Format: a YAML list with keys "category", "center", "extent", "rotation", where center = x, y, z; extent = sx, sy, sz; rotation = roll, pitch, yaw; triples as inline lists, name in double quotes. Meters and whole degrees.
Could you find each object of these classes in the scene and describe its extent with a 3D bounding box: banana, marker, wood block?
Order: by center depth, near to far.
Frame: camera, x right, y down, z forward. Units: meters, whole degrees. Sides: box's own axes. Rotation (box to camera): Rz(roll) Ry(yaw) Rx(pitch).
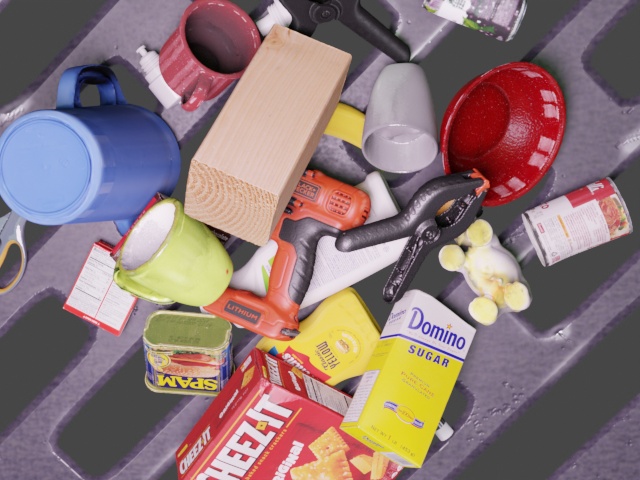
- category: "wood block"
  center: [-0.051, -0.108, 1.073]
  extent: [0.091, 0.206, 0.090]
  rotation: [22, 144, 3]
- category: "banana"
  center: [-0.014, -0.125, 1.187]
  extent: [0.198, 0.037, 0.070]
  rotation: [10, 97, 0]
- category: "marker"
  center: [0.110, 0.183, 1.242]
  extent: [0.020, 0.020, 0.121]
  rotation: [-39, 96, 7]

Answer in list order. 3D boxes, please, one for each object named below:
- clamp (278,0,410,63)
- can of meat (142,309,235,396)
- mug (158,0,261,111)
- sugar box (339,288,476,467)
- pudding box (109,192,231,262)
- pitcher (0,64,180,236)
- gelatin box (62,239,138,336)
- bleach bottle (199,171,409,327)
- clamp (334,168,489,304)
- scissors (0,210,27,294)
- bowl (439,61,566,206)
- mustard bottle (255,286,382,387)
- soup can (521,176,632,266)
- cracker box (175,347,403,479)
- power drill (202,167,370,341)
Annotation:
- category: "clamp"
  center: [-0.004, -0.241, 1.118]
  extent: [0.164, 0.036, 0.210]
  rotation: [-16, 139, 8]
- category: "can of meat"
  center: [-0.148, 0.126, 1.202]
  extent: [0.102, 0.057, 0.084]
  rotation: [5, 136, 1]
- category: "mug"
  center: [-0.124, -0.189, 1.137]
  extent: [0.093, 0.082, 0.117]
  rotation: [20, 64, -24]
- category: "sugar box"
  center: [0.099, 0.150, 1.171]
  extent: [0.093, 0.048, 0.176]
  rotation: [35, 66, -20]
- category: "pudding box"
  center: [-0.164, 0.005, 1.177]
  extent: [0.090, 0.113, 0.039]
  rotation: [-50, 59, 9]
- category: "pitcher"
  center: [-0.239, -0.089, 1.096]
  extent: [0.149, 0.242, 0.145]
  rotation: [40, 99, 2]
- category: "gelatin box"
  center: [-0.242, 0.054, 1.226]
  extent: [0.073, 0.030, 0.089]
  rotation: [27, 99, -2]
- category: "bleach bottle"
  center: [-0.024, 0.022, 1.199]
  extent: [0.251, 0.068, 0.102]
  rotation: [-26, 91, 9]
- category: "clamp"
  center: [0.107, -0.006, 1.122]
  extent: [0.171, 0.039, 0.120]
  rotation: [-31, 138, 0]
- category: "scissors"
  center: [-0.359, -0.038, 1.221]
  extent: [0.096, 0.016, 0.202]
  rotation: [17, 99, -1]
- category: "bowl"
  center: [0.185, -0.121, 1.153]
  extent: [0.161, 0.055, 0.162]
  rotation: [-13, 119, -24]
- category: "mustard bottle"
  center: [-0.021, 0.139, 1.219]
  extent: [0.192, 0.058, 0.096]
  rotation: [-31, 104, 6]
- category: "soup can"
  center: [0.283, -0.020, 1.181]
  extent: [0.102, 0.068, 0.068]
  rotation: [-23, 98, 6]
- category: "cracker box"
  center: [-0.028, 0.240, 1.191]
  extent: [0.213, 0.072, 0.164]
  rotation: [30, 106, -23]
- category: "power drill"
  center: [-0.058, 0.001, 1.149]
  extent: [0.185, 0.057, 0.187]
  rotation: [23, 92, 22]
